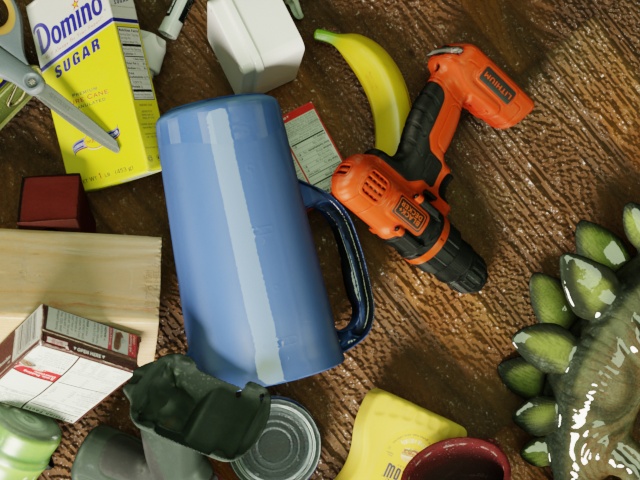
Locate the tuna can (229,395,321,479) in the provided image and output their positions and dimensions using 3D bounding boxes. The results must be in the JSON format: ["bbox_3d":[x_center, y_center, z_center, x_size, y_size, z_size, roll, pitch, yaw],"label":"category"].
[{"bbox_3d":[-0.042,0.182,0.954,0.086,0.034,0.086,0,84,-3],"label":"tuna can"}]

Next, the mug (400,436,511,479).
[{"bbox_3d":[0.126,0.219,0.900,0.093,0.117,0.081,3,127,33],"label":"mug"}]

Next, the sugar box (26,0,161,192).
[{"bbox_3d":[-0.196,-0.137,0.944,0.093,0.048,0.176,-14,93,28],"label":"sugar box"}]

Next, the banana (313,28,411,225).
[{"bbox_3d":[0.053,-0.110,0.989,0.070,0.037,0.198,-17,84,12],"label":"banana"}]

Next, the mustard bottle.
[{"bbox_3d":[0.050,0.235,0.941,0.096,0.058,0.191,26,84,-14],"label":"mustard bottle"}]

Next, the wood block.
[{"bbox_3d":[-0.241,0.050,0.902,0.206,0.091,0.090,3,55,-10],"label":"wood block"}]

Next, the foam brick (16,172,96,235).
[{"bbox_3d":[-0.230,-0.015,0.934,0.053,0.078,0.051,-4,56,-2],"label":"foam brick"}]

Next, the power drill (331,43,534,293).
[{"bbox_3d":[0.117,-0.066,0.957,0.184,0.057,0.187,38,74,-28],"label":"power drill"}]

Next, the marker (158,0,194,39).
[{"bbox_3d":[-0.118,-0.246,0.999,0.020,0.020,0.121,25,84,-1],"label":"marker"}]

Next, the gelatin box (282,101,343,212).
[{"bbox_3d":[-0.021,-0.072,0.982,0.073,0.030,0.089,-28,89,-6],"label":"gelatin box"}]

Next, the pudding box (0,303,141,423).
[{"bbox_3d":[-0.213,0.103,0.868,0.089,0.114,0.039,23,48,-32],"label":"pudding box"}]

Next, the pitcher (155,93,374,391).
[{"bbox_3d":[-0.056,0.001,0.913,0.145,0.149,0.243,-10,91,25],"label":"pitcher"}]

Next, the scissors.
[{"bbox_3d":[-0.247,-0.156,0.926,0.202,0.016,0.096,23,80,3],"label":"scissors"}]
